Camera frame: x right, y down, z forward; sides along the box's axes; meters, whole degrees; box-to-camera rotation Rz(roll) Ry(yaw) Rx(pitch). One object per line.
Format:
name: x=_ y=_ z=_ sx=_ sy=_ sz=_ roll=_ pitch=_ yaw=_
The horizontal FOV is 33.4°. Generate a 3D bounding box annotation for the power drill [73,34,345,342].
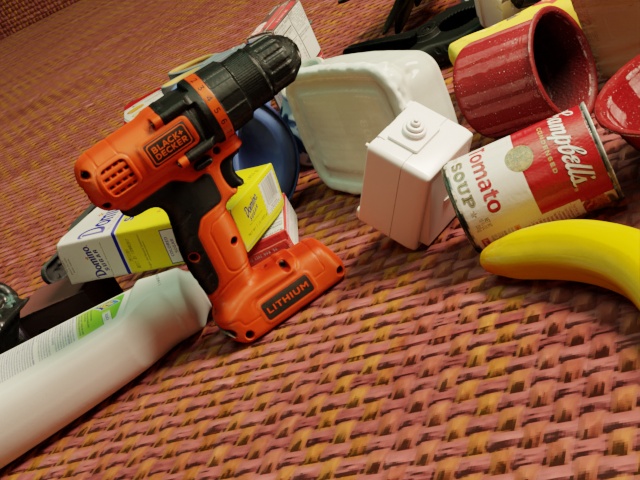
power drill: x=-0.059 y=-0.034 z=0.782 sx=0.184 sy=0.187 sz=0.057 roll=-35 pitch=21 yaw=-7

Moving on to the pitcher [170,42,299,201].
pitcher: x=-0.096 y=-0.109 z=1.051 sx=0.149 sy=0.145 sz=0.243 roll=-24 pitch=20 yaw=-1

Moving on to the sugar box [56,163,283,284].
sugar box: x=-0.126 y=-0.014 z=0.895 sx=0.176 sy=0.048 sz=0.093 roll=-9 pitch=23 yaw=24

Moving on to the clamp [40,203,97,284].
clamp: x=-0.246 y=-0.006 z=1.144 sx=0.120 sy=0.039 sz=0.171 roll=-28 pitch=16 yaw=-6

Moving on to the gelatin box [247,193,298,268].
gelatin box: x=-0.056 y=0.001 z=0.909 sx=0.073 sy=0.030 sz=0.089 roll=-25 pitch=23 yaw=8

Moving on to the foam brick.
foam brick: x=-0.217 y=0.063 z=0.945 sx=0.078 sy=0.053 sz=0.051 roll=-23 pitch=24 yaw=19

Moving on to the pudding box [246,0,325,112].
pudding box: x=-0.031 y=-0.197 z=1.181 sx=0.039 sy=0.113 sz=0.090 roll=-12 pitch=28 yaw=30

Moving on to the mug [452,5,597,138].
mug: x=0.167 y=-0.129 z=0.852 sx=0.082 sy=0.093 sz=0.117 roll=-14 pitch=-4 yaw=44

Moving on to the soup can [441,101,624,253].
soup can: x=0.140 y=-0.040 z=0.708 sx=0.102 sy=0.068 sz=0.068 roll=-23 pitch=24 yaw=16

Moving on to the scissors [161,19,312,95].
scissors: x=-0.109 y=-0.210 z=1.247 sx=0.202 sy=0.016 sz=0.096 roll=-11 pitch=28 yaw=36

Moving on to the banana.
banana: x=0.158 y=0.018 z=0.605 sx=0.069 sy=0.037 sz=0.198 roll=-32 pitch=23 yaw=-7

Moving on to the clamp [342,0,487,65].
clamp: x=0.112 y=-0.209 z=1.128 sx=0.210 sy=0.036 sz=0.164 roll=-28 pitch=29 yaw=8

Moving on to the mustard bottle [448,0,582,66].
mustard bottle: x=0.211 y=-0.192 z=0.948 sx=0.191 sy=0.058 sz=0.096 roll=-27 pitch=7 yaw=6

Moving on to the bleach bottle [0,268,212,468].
bleach bottle: x=-0.182 y=0.093 z=0.831 sx=0.250 sy=0.068 sz=0.103 roll=-30 pitch=23 yaw=-5
